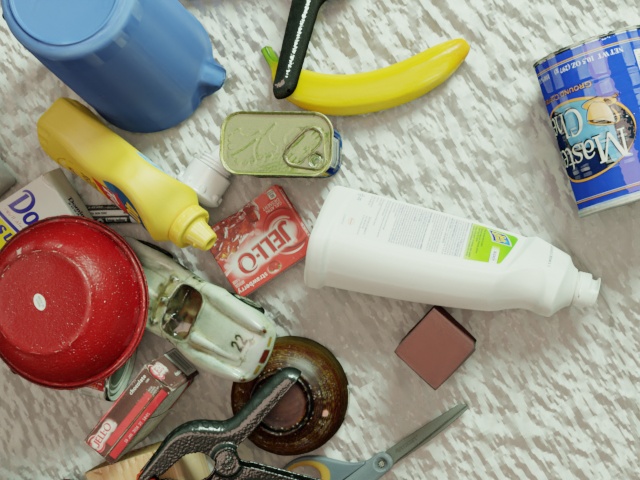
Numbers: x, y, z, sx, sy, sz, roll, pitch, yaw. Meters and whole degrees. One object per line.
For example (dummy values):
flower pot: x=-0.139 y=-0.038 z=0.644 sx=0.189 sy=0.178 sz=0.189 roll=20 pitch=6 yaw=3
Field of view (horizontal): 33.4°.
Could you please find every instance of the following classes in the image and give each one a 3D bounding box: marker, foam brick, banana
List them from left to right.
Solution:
marker: x=-0.227 y=-0.025 z=1.042 sx=0.121 sy=0.020 sz=0.020 roll=-1 pitch=90 yaw=10
banana: x=0.039 y=-0.151 z=0.988 sx=0.198 sy=0.037 sz=0.069 roll=0 pitch=90 yaw=10
foam brick: x=0.104 y=0.094 z=0.956 sx=0.051 sy=0.078 sz=0.053 roll=44 pitch=96 yaw=5

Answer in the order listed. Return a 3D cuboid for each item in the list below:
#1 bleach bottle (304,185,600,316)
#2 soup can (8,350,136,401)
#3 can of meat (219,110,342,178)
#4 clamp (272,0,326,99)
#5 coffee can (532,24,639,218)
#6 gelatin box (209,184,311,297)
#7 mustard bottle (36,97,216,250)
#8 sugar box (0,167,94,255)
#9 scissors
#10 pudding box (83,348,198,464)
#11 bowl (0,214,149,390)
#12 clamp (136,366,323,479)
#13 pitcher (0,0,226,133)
bleach bottle: x=0.119 y=0.022 z=0.944 sx=0.251 sy=0.102 sz=0.068 roll=14 pitch=131 yaw=9
soup can: x=-0.235 y=0.109 z=1.018 sx=0.102 sy=0.068 sz=0.068 roll=15 pitch=92 yaw=9
can of meat: x=-0.033 y=-0.085 z=0.977 sx=0.102 sy=0.084 sz=0.057 roll=2 pitch=90 yaw=10
clamp: x=-0.013 y=-0.240 z=0.989 sx=0.210 sy=0.036 sz=0.165 roll=-36 pitch=72 yaw=3
coffee can: x=0.253 y=-0.101 z=0.919 sx=0.103 sy=0.102 sz=0.140 roll=-17 pitch=87 yaw=9
gelatin box: x=-0.056 y=0.001 z=1.007 sx=0.089 sy=0.030 sz=0.073 roll=-33 pitch=85 yaw=9
mustard bottle: x=-0.170 y=-0.052 z=0.979 sx=0.192 sy=0.096 sz=0.058 roll=36 pitch=77 yaw=18
sugar box: x=-0.301 y=0.014 z=1.028 sx=0.176 sy=0.048 sz=0.093 roll=-31 pitch=97 yaw=16
scissors: x=0.038 y=0.200 z=0.998 sx=0.096 sy=0.016 sz=0.202 roll=40 pitch=96 yaw=8
pudding box: x=-0.162 y=0.150 z=0.983 sx=0.039 sy=0.113 sz=0.090 roll=41 pitch=96 yaw=5
bowl: x=-0.239 y=0.055 z=0.958 sx=0.162 sy=0.055 sz=0.162 roll=-1 pitch=87 yaw=9
clamp: x=-0.073 y=0.197 z=0.933 sx=0.171 sy=0.039 sz=0.120 roll=-25 pitch=87 yaw=-2
pitcher: x=-0.190 y=-0.181 z=0.923 sx=0.149 sy=0.242 sz=0.145 roll=-30 pitch=82 yaw=3
